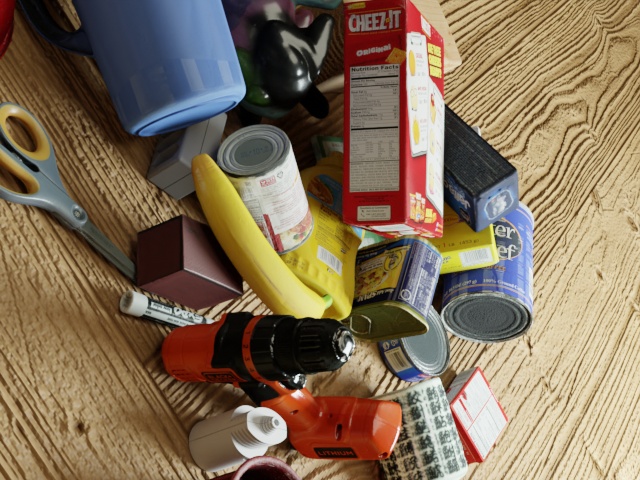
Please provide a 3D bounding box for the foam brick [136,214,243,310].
[{"bbox_3d":[-0.110,0.020,0.902,0.078,0.051,0.053,29,48,-48],"label":"foam brick"}]

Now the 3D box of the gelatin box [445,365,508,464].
[{"bbox_3d":[0.162,0.190,1.156,0.073,0.030,0.089,60,37,-8],"label":"gelatin box"}]

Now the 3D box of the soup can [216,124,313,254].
[{"bbox_3d":[-0.049,-0.045,0.961,0.102,0.068,0.068,74,23,-45],"label":"soup can"}]

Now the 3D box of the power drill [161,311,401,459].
[{"bbox_3d":[-0.012,0.119,0.876,0.187,0.185,0.057,44,54,-38],"label":"power drill"}]

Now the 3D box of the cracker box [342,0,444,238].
[{"bbox_3d":[0.073,-0.113,1.055,0.164,0.072,0.214,12,77,-71],"label":"cracker box"}]

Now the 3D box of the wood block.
[{"bbox_3d":[0.061,-0.227,1.224,0.205,0.091,0.090,-10,78,-52],"label":"wood block"}]

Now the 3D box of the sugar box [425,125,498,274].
[{"bbox_3d":[0.143,-0.047,1.200,0.048,0.093,0.176,65,19,-52],"label":"sugar box"}]

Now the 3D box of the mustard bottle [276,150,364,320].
[{"bbox_3d":[0.002,-0.017,1.058,0.096,0.058,0.191,38,45,-27],"label":"mustard bottle"}]

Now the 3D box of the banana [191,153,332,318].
[{"bbox_3d":[-0.052,0.013,0.914,0.197,0.037,0.069,52,14,-29],"label":"banana"}]

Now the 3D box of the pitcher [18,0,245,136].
[{"bbox_3d":[-0.159,-0.212,0.888,0.144,0.149,0.243,-19,90,-38],"label":"pitcher"}]

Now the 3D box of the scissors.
[{"bbox_3d":[-0.203,-0.038,0.862,0.201,0.016,0.096,36,41,-39],"label":"scissors"}]

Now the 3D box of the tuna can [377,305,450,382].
[{"bbox_3d":[0.097,0.105,1.123,0.086,0.034,0.086,27,50,-39],"label":"tuna can"}]

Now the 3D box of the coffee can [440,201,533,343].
[{"bbox_3d":[0.192,0.032,1.222,0.102,0.103,0.140,36,45,-32],"label":"coffee can"}]

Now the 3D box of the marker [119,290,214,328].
[{"bbox_3d":[-0.116,0.067,0.902,0.120,0.020,0.020,24,53,-40],"label":"marker"}]

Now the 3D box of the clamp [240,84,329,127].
[{"bbox_3d":[-0.065,-0.190,1.097,0.120,0.039,0.171,-29,90,-52],"label":"clamp"}]

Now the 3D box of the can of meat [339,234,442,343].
[{"bbox_3d":[0.067,0.048,1.052,0.057,0.102,0.084,37,56,-30],"label":"can of meat"}]
